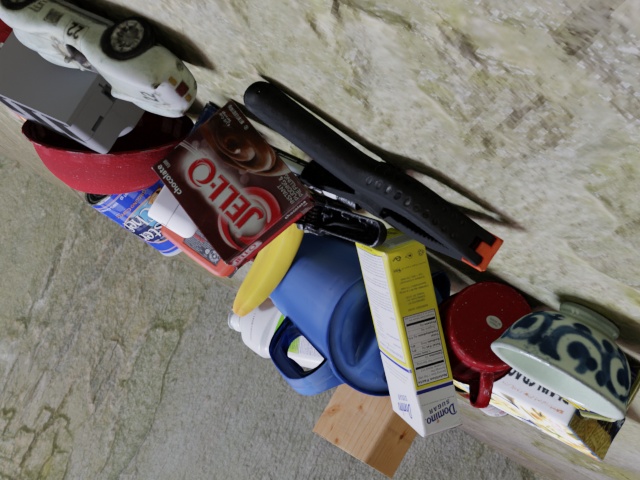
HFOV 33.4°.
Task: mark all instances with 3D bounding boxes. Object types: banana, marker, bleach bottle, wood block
[{"bbox_3d":[-0.051,0.003,1.125,0.037,0.069,0.198,49,143,28],"label":"banana"},{"bbox_3d":[-0.007,-0.055,0.953,0.121,0.020,0.020,26,171,30],"label":"marker"},{"bbox_3d":[-0.003,0.105,1.308,0.251,0.102,0.068,8,173,32],"label":"bleach bottle"},{"bbox_3d":[0.093,0.183,1.353,0.090,0.206,0.090,25,169,35],"label":"wood block"}]

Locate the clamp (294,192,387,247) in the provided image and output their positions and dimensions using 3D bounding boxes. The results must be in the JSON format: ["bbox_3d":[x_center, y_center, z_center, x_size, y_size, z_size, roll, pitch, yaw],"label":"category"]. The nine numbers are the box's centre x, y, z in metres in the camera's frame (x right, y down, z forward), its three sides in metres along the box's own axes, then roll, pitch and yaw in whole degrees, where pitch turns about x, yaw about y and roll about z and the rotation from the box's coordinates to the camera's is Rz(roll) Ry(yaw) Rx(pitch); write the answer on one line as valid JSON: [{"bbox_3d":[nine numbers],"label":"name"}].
[{"bbox_3d":[-0.014,-0.027,0.987,0.120,0.039,0.171,21,180,-13],"label":"clamp"}]

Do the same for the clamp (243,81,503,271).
[{"bbox_3d":[0.044,-0.038,0.817,0.210,0.036,0.164,33,174,16],"label":"clamp"}]

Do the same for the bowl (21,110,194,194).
[{"bbox_3d":[-0.201,-0.086,1.021,0.162,0.055,0.162,2,-156,-1],"label":"bowl"}]

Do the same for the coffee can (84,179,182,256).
[{"bbox_3d":[-0.240,-0.056,1.483,0.140,0.103,0.103,37,170,-33],"label":"coffee can"}]

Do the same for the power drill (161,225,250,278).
[{"bbox_3d":[-0.125,-0.017,1.323,0.184,0.057,0.187,34,-168,11],"label":"power drill"}]

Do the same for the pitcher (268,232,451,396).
[{"bbox_3d":[0.019,0.072,1.137,0.149,0.145,0.243,6,-171,-22],"label":"pitcher"}]

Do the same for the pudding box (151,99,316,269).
[{"bbox_3d":[-0.072,-0.046,0.893,0.113,0.090,0.039,51,-178,19],"label":"pudding box"}]

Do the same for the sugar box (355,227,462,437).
[{"bbox_3d":[0.080,0.081,0.979,0.093,0.048,0.176,-150,44,-74],"label":"sugar box"}]

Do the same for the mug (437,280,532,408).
[{"bbox_3d":[0.148,0.095,0.980,0.093,0.117,0.081,7,166,-1],"label":"mug"}]
